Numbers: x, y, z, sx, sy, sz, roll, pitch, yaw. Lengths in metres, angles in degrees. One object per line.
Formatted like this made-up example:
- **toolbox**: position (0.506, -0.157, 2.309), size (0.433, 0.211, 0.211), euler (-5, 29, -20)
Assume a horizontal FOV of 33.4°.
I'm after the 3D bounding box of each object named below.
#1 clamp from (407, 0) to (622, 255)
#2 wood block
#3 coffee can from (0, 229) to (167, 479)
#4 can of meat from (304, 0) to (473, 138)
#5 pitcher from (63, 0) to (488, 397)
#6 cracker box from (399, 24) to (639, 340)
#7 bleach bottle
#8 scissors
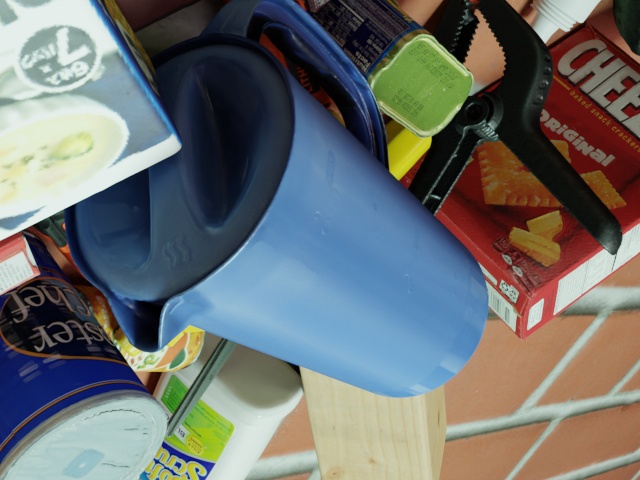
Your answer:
- **clamp**: position (0.099, -0.073, 0.706), size (0.165, 0.210, 0.036), euler (-15, 160, 24)
- **wood block**: position (0.042, 0.101, 0.804), size (0.090, 0.090, 0.206), euler (-71, 159, -48)
- **coffee can**: position (-0.165, 0.075, 0.598), size (0.102, 0.140, 0.103), euler (-29, 148, -21)
- **can of meat**: position (0.038, -0.115, 0.649), size (0.057, 0.084, 0.102), euler (-49, 150, 11)
- **pitcher**: position (-0.003, -0.005, 0.570), size (0.149, 0.145, 0.242), euler (-41, 142, 13)
- **cracker box**: position (0.181, -0.052, 0.818), size (0.213, 0.164, 0.072), euler (-34, 151, -14)
- **bleach bottle**: position (-0.103, 0.181, 0.844), size (0.067, 0.103, 0.251), euler (-26, 148, -50)
- **scissors**: position (-0.053, 0.038, 0.744), size (0.201, 0.016, 0.096), euler (-48, 145, -35)
